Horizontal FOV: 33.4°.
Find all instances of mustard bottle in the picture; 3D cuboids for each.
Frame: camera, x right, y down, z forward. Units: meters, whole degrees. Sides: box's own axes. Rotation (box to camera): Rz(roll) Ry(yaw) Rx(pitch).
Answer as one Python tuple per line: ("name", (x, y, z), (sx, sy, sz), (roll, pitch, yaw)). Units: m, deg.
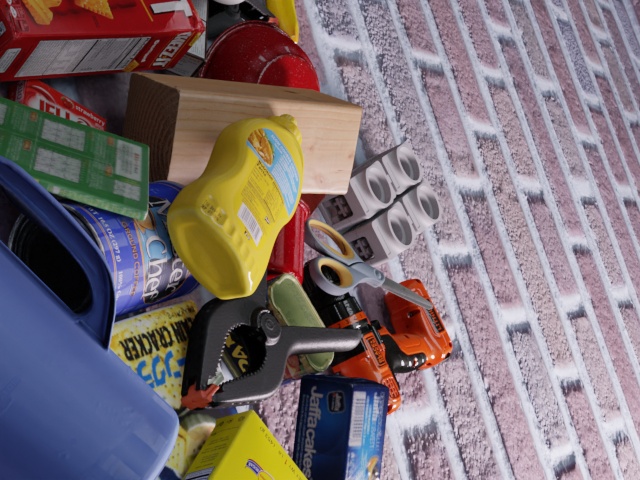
("mustard bottle", (-0.058, -0.047, 0.894), (0.096, 0.058, 0.191), (59, 37, -28))

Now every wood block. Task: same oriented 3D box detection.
("wood block", (-0.072, -0.099, 1.003), (0.205, 0.091, 0.090), (-1, 108, -38))

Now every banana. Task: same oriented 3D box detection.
("banana", (-0.047, -0.306, 1.282), (0.037, 0.070, 0.198), (2, 69, -11))

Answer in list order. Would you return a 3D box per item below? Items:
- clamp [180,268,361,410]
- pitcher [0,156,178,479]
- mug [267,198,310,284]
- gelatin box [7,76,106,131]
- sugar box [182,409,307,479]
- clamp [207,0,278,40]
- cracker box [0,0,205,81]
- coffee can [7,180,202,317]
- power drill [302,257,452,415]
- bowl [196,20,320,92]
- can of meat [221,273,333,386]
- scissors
("clamp", (-0.058, 0.065, 0.905), (0.164, 0.036, 0.209), (57, 39, -5))
("pitcher", (-0.203, 0.072, 0.684), (0.242, 0.149, 0.144), (44, 42, -15))
("mug", (-0.057, 0.001, 1.028), (0.117, 0.093, 0.081), (93, -2, -64))
("gelatin box", (-0.225, -0.089, 0.905), (0.089, 0.030, 0.073), (32, 45, -43))
("sugar box", (-0.073, 0.219, 0.789), (0.093, 0.048, 0.176), (54, 35, -19))
("clamp", (-0.111, -0.244, 1.170), (0.171, 0.039, 0.120), (15, 64, -44))
("cracker box", (-0.223, -0.227, 0.917), (0.213, 0.072, 0.164), (-16, 74, -49))
("coffee can", (-0.165, 0.010, 0.862), (0.140, 0.103, 0.103), (-17, 85, -58))
("power drill", (0.064, 0.095, 1.192), (0.187, 0.057, 0.184), (-14, 78, -56))
("bowl", (-0.051, -0.148, 1.110), (0.161, 0.055, 0.162), (-10, 104, -43))
("can of meat", (-0.047, 0.089, 1.004), (0.102, 0.084, 0.057), (60, 32, -11))
("scissors", (0.052, 0.049, 1.147), (0.201, 0.016, 0.096), (38, 35, -23))
